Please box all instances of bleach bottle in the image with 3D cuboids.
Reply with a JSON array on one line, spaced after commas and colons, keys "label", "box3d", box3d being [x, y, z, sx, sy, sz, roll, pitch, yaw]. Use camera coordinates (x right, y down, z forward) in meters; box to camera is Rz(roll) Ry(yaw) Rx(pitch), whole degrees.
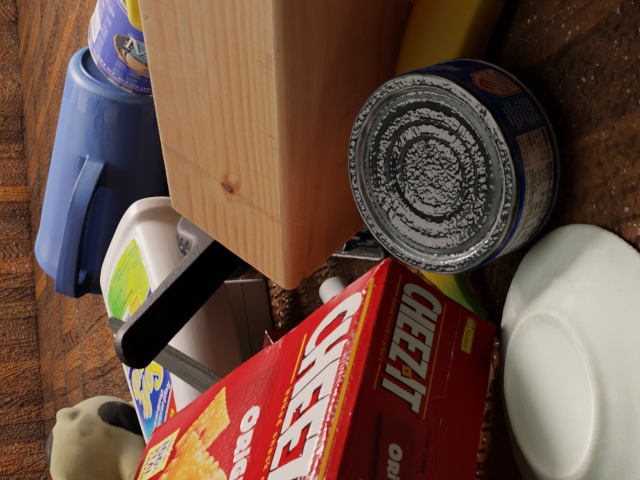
[{"label": "bleach bottle", "box3d": [-0.083, 0.092, 0.689, 0.103, 0.068, 0.251, -59, 38, 35]}]

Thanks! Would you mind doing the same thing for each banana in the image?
[{"label": "banana", "box3d": [0.060, -0.063, 0.472, 0.070, 0.037, 0.198, 21, 119, 37]}]

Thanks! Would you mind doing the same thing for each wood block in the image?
[{"label": "wood block", "box3d": [-0.020, -0.086, 0.494, 0.091, 0.090, 0.206, 34, 148, 24]}]

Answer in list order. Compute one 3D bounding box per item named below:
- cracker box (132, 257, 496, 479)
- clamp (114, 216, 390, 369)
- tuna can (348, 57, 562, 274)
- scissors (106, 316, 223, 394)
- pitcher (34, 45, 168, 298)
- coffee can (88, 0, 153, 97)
[{"label": "cracker box", "box3d": [-0.025, 0.126, 0.478, 0.214, 0.072, 0.164, -40, 24, 43]}, {"label": "clamp", "box3d": [-0.054, 0.001, 0.659, 0.036, 0.164, 0.210, 65, 177, -23]}, {"label": "tuna can", "box3d": [0.053, -0.030, 0.438, 0.086, 0.033, 0.086, 17, 116, 38]}, {"label": "scissors", "box3d": [-0.042, 0.112, 0.613, 0.202, 0.016, 0.096, 14, 114, 26]}, {"label": "pitcher", "box3d": [-0.214, -0.067, 1.076, 0.149, 0.144, 0.243, 50, 138, 36]}, {"label": "coffee can", "box3d": [-0.128, -0.187, 0.864, 0.140, 0.102, 0.103, 148, 118, -67]}]
